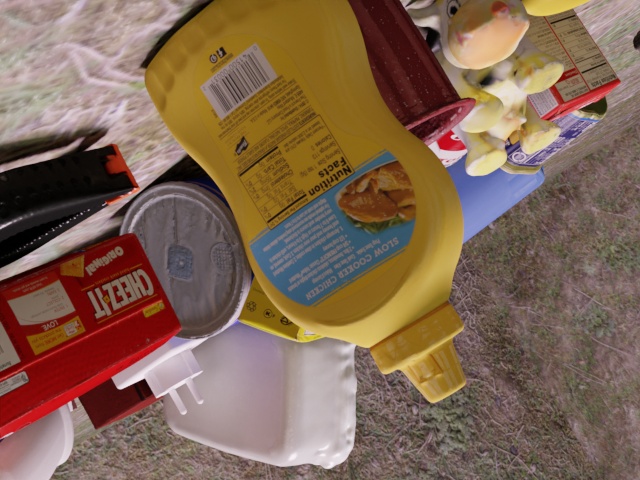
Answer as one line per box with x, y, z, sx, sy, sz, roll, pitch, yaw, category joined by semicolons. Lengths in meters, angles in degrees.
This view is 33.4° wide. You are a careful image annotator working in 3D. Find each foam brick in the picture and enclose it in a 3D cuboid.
-0.152;0.108;0.847;0.051;0.053;0.078;-33;173;18;foam brick

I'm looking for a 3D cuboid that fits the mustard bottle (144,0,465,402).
0.006;-0.017;0.461;0.096;0.191;0.058;-33;173;24;mustard bottle

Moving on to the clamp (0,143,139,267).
-0.182;0.006;0.488;0.209;0.036;0.165;-28;176;-14;clamp

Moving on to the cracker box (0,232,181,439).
-0.208;0.082;0.596;0.214;0.072;0.163;-26;-179;37;cracker box

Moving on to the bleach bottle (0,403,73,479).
-0.228;0.160;0.709;0.102;0.068;0.251;-9;-173;-6;bleach bottle

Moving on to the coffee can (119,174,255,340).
-0.055;0.001;0.734;0.103;0.103;0.140;-34;173;32;coffee can

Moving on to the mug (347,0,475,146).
0.007;-0.072;0.537;0.117;0.081;0.093;-31;174;7;mug

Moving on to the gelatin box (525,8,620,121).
0.156;-0.129;0.734;0.073;0.089;0.030;-25;172;-40;gelatin box
